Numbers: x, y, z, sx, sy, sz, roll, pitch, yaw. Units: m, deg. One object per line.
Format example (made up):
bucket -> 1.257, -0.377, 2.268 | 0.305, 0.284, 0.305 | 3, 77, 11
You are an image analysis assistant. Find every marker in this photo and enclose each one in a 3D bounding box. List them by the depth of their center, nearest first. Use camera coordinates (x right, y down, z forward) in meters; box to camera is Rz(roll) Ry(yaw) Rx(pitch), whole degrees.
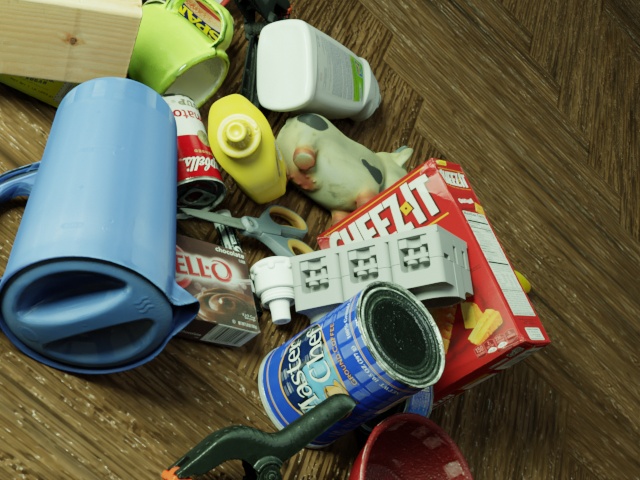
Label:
marker -> -0.079, 0.025, 1.028 | 0.020, 0.020, 0.121 | 8, 53, -45

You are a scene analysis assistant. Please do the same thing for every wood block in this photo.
wood block -> -0.263, -0.201, 0.902 | 0.205, 0.091, 0.090 | 5, 49, -20

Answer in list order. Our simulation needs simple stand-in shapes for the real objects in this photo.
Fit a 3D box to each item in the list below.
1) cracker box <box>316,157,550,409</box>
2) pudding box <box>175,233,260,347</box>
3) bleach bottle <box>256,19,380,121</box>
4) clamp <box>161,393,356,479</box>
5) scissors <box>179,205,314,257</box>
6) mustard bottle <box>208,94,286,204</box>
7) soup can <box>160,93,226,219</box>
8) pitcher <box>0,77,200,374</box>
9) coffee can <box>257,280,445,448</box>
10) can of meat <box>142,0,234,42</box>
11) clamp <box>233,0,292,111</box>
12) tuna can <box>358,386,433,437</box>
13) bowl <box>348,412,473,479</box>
cracker box -> 0.109, 0.049, 1.087 | 0.072, 0.164, 0.214 | 9, 52, -56
pudding box -> -0.114, 0.043, 0.955 | 0.113, 0.039, 0.090 | 19, 45, -38
bleach bottle -> 0.012, -0.181, 1.253 | 0.250, 0.068, 0.102 | 10, 78, -64
clamp -> -0.040, 0.198, 0.865 | 0.171, 0.039, 0.120 | -9, 86, -23
scissors -> -0.057, 0.001, 1.045 | 0.096, 0.016, 0.201 | 54, 23, 12
mustard bottle -> -0.071, -0.090, 1.024 | 0.191, 0.058, 0.096 | 70, -2, -87
soup can -> -0.136, -0.080, 1.018 | 0.068, 0.069, 0.102 | 7, 53, -45
pitcher -> -0.188, -0.023, 0.869 | 0.149, 0.145, 0.243 | 41, 30, -35
coffee can -> 0.026, 0.113, 0.956 | 0.102, 0.141, 0.103 | 27, 44, -30
can of meat -> -0.146, -0.232, 1.157 | 0.102, 0.058, 0.084 | 39, 33, -18
clamp -> -0.069, -0.235, 1.230 | 0.209, 0.036, 0.164 | -54, 143, -70
tuna can -> 0.066, 0.148, 1.022 | 0.033, 0.086, 0.086 | 13, 49, -39
bowl -> 0.074, 0.240, 0.960 | 0.161, 0.055, 0.162 | 25, 52, -37
